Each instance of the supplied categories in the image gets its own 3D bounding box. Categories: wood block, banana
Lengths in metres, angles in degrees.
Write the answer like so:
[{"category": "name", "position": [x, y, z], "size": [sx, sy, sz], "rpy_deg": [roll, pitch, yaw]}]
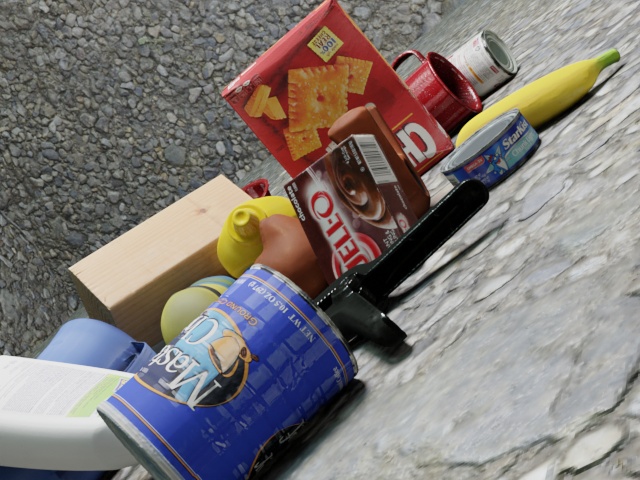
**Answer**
[{"category": "wood block", "position": [-0.160, 0.028, 1.187], "size": [0.205, 0.090, 0.091], "rpy_deg": [-34, 48, -22]}, {"category": "banana", "position": [0.184, -0.114, 0.980], "size": [0.069, 0.037, 0.198], "rpy_deg": [-15, -9, -43]}]

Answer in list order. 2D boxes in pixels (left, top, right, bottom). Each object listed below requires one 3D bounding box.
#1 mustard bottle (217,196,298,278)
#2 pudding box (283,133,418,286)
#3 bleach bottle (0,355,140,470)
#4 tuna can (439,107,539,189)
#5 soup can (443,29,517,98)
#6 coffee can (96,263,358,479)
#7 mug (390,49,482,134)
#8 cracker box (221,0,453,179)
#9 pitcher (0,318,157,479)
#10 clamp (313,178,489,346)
[{"category": "mustard bottle", "position": [-0.058, 0.001, 1.097], "size": [0.096, 0.058, 0.191], "rpy_deg": [-39, -17, 0]}, {"category": "pudding box", "position": [0.029, -0.019, 0.886], "size": [0.090, 0.113, 0.039], "rpy_deg": [-34, -16, 37]}, {"category": "bleach bottle", "position": [-0.189, 0.148, 0.865], "size": [0.251, 0.068, 0.102], "rpy_deg": [1, 35, 32]}, {"category": "tuna can", "position": [0.147, -0.075, 0.925], "size": [0.086, 0.033, 0.086], "rpy_deg": [-39, 8, 7]}, {"category": "soup can", "position": [0.184, -0.206, 1.325], "size": [0.102, 0.068, 0.068], "rpy_deg": [-34, 10, 32]}, {"category": "coffee can", "position": [-0.060, 0.099, 0.697], "size": [0.140, 0.103, 0.103], "rpy_deg": [-43, 9, -18]}, {"category": "mug", "position": [0.124, -0.172, 1.269], "size": [0.082, 0.117, 0.093], "rpy_deg": [-41, -12, 27]}, {"category": "cracker box", "position": [0.020, -0.138, 1.192], "size": [0.164, 0.213, 0.072], "rpy_deg": [-39, 10, 12]}, {"category": "pitcher", "position": [-0.254, 0.192, 1.007], "size": [0.242, 0.145, 0.149], "rpy_deg": [-55, -25, -46]}, {"category": "clamp", "position": [0.038, 0.036, 0.806], "size": [0.164, 0.036, 0.210], "rpy_deg": [-51, 10, -32]}]
